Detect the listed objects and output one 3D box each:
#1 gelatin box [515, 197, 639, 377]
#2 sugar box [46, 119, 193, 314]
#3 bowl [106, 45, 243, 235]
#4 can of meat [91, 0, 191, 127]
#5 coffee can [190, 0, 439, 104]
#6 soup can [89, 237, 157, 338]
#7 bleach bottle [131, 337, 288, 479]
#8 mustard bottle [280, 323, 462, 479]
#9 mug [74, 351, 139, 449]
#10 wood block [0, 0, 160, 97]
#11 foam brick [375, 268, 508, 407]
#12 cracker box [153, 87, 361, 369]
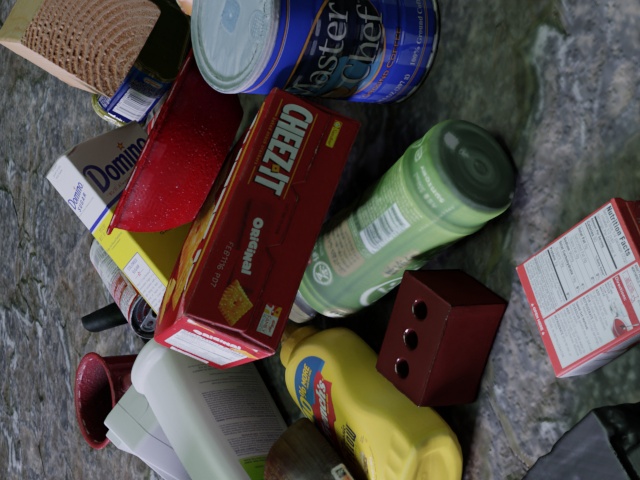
[{"bbox_3d":[0.161,0.028,0.610,0.089,0.030,0.073,-43,56,46],"label":"gelatin box"},{"bbox_3d":[-0.143,-0.015,0.918,0.176,0.093,0.048,51,133,3],"label":"sugar box"},{"bbox_3d":[-0.101,-0.067,0.793,0.162,0.055,0.162,-62,10,18],"label":"bowl"},{"bbox_3d":[-0.167,-0.169,1.013,0.084,0.057,0.102,-39,33,44],"label":"can of meat"},{"bbox_3d":[-0.004,-0.149,0.737,0.103,0.140,0.103,2,93,54],"label":"coffee can"},{"bbox_3d":[-0.163,0.032,0.979,0.102,0.068,0.069,49,128,40],"label":"soup can"},{"bbox_3d":[-0.062,0.184,0.858,0.251,0.102,0.068,57,133,36],"label":"bleach bottle"},{"bbox_3d":[0.025,0.118,0.772,0.192,0.058,0.096,44,146,46],"label":"mustard bottle"},{"bbox_3d":[-0.179,0.147,1.037,0.117,0.081,0.093,-44,56,45],"label":"mug"},{"bbox_3d":[-0.227,-0.196,0.977,0.090,0.090,0.206,-61,24,-1],"label":"wood block"},{"bbox_3d":[0.079,0.064,0.705,0.053,0.051,0.078,38,121,47],"label":"foam brick"},{"bbox_3d":[-0.055,0.001,0.766,0.214,0.072,0.164,145,146,-74],"label":"cracker box"}]
